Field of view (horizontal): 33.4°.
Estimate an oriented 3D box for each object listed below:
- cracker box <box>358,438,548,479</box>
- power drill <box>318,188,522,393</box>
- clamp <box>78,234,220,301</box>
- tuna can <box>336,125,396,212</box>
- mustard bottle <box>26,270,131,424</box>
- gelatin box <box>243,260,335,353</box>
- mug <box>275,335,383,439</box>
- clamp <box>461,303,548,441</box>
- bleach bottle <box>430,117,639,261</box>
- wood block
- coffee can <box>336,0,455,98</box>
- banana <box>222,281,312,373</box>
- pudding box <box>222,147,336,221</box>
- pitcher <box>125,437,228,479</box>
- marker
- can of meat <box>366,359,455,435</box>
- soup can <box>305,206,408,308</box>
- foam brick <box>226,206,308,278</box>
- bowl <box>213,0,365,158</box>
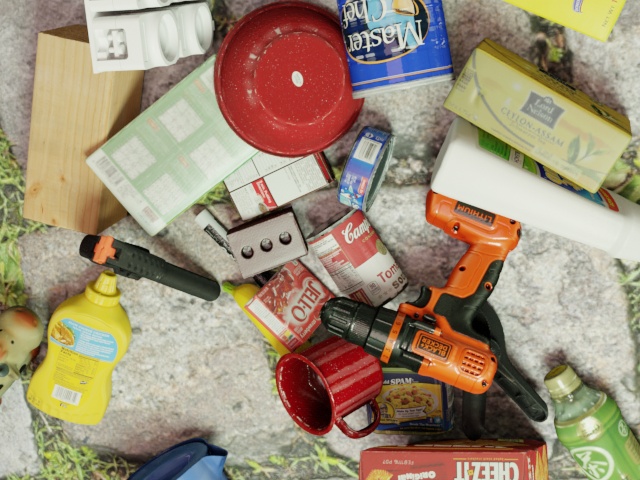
[{"bbox_3d":[0.145,0.243,1.103,0.164,0.213,0.072,-4,80,17],"label":"cracker box"},{"bbox_3d":[0.112,0.043,1.084,0.184,0.057,0.187,22,75,5],"label":"power drill"},{"bbox_3d":[-0.193,0.026,1.148,0.164,0.210,0.036,17,84,2],"label":"clamp"},{"bbox_3d":[0.047,-0.074,1.102,0.034,0.086,0.086,21,111,9],"label":"tuna can"},{"bbox_3d":[-0.277,0.121,1.261,0.096,0.058,0.192,21,111,-3],"label":"mustard bottle"},{"bbox_3d":[-0.030,0.068,1.163,0.073,0.089,0.030,44,131,-1],"label":"gelatin box"},{"bbox_3d":[0.019,0.156,1.126,0.117,0.081,0.093,50,140,21],"label":"mug"},{"bbox_3d":[0.164,0.127,1.113,0.039,0.120,0.171,-38,74,39],"label":"clamp"},{"bbox_3d":[0.238,-0.041,1.064,0.251,0.102,0.068,22,113,1],"label":"bleach bottle"},{"bbox_3d":[-0.257,-0.122,1.166,0.090,0.090,0.206,14,109,10],"label":"wood block"},{"bbox_3d":[0.069,-0.216,1.036,0.103,0.102,0.140,-8,98,17],"label":"coffee can"},{"bbox_3d":[-0.035,0.117,1.199,0.037,0.070,0.198,-38,93,-11],"label":"banana"},{"bbox_3d":[-0.052,-0.081,1.152,0.114,0.039,0.090,-24,96,18],"label":"pudding box"},{"bbox_3d":[-0.141,0.371,1.267,0.149,0.144,0.243,-18,107,51],"label":"pitcher"},{"bbox_3d":[-0.094,0.013,1.201,0.121,0.020,0.020,46,112,-2],"label":"marker"},{"bbox_3d":[0.098,0.166,1.177,0.102,0.057,0.084,-1,108,16],"label":"can of meat"},{"bbox_3d":[0.040,0.022,1.142,0.069,0.068,0.102,-32,97,21],"label":"soup can"},{"bbox_3d":[-0.058,0.001,1.160,0.078,0.051,0.053,-21,98,4],"label":"foam brick"},{"bbox_3d":[-0.025,-0.162,1.076,0.162,0.055,0.162,-1,98,-10],"label":"bowl"}]
